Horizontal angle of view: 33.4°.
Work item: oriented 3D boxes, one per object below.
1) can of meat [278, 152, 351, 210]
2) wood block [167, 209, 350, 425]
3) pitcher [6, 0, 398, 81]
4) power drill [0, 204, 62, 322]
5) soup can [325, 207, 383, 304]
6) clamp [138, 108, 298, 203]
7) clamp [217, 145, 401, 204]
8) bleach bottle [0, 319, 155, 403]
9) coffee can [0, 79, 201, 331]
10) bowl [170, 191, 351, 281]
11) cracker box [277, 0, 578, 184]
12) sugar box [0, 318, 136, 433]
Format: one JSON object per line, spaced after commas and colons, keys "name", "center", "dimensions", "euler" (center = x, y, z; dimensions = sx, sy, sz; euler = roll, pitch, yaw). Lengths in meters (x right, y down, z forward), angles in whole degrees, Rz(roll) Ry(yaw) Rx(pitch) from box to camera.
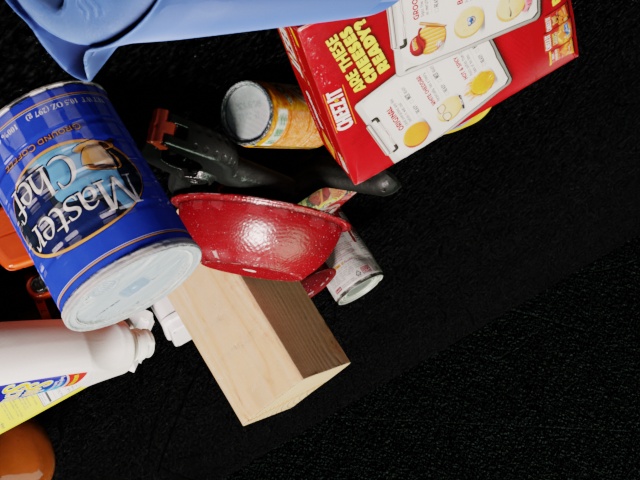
{"name": "can of meat", "center": [0.006, -0.073, 1.073], "dimensions": [0.084, 0.057, 0.102], "euler": [-29, 165, -4]}
{"name": "wood block", "center": [-0.076, 0.063, 1.046], "dimensions": [0.090, 0.206, 0.090], "euler": [-41, 164, 28]}
{"name": "pitcher", "center": [-0.039, -0.178, 0.547], "dimensions": [0.149, 0.145, 0.242], "euler": [-29, 174, 36]}
{"name": "power drill", "center": [-0.231, 0.022, 0.898], "dimensions": [0.184, 0.057, 0.188], "euler": [-24, 165, -17]}
{"name": "soup can", "center": [0.023, 0.019, 1.302], "dimensions": [0.068, 0.102, 0.068], "euler": [-30, 165, -9]}
{"name": "clamp", "center": [-0.086, -0.062, 0.866], "dimensions": [0.120, 0.039, 0.171], "euler": [1, 168, 10]}
{"name": "clamp", "center": [-0.001, -0.081, 0.972], "dimensions": [0.210, 0.036, 0.164], "euler": [-16, -141, 35]}
{"name": "bleach bottle", "center": [-0.247, 0.101, 0.914], "dimensions": [0.250, 0.068, 0.103], "euler": [-5, 158, -45]}
{"name": "coffee can", "center": [-0.160, -0.024, 0.731], "dimensions": [0.102, 0.140, 0.103], "euler": [-30, 165, -9]}
{"name": "bowl", "center": [-0.056, 0.001, 0.943], "dimensions": [0.162, 0.055, 0.162], "euler": [9, 172, 1]}
{"name": "cracker box", "center": [0.082, -0.165, 0.806], "dimensions": [0.213, 0.072, 0.164], "euler": [-30, 138, -6]}
{"name": "sugar box", "center": [-0.269, 0.121, 1.065], "dimensions": [0.176, 0.093, 0.048], "euler": [-31, 122, -13]}
